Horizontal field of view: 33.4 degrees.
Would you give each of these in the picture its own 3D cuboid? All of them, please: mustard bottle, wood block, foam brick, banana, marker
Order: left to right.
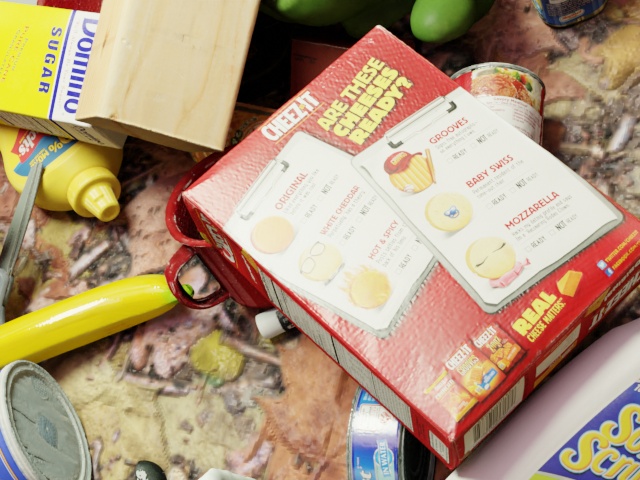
[{"bbox_3d":[-0.214,-0.079,0.863,0.096,0.058,0.192,-39,57,-5],"label":"mustard bottle"},{"bbox_3d":[-0.185,0.061,0.769,0.197,0.069,0.037,-21,86,-3],"label":"banana"},{"bbox_3d":[-0.094,-0.171,0.729,0.091,0.090,0.206,11,87,67],"label":"wood block"},{"bbox_3d":[0.013,0.036,0.733,0.121,0.020,0.020,-25,58,9],"label":"marker"},{"bbox_3d":[0.023,-0.122,0.777,0.078,0.053,0.051,17,30,28],"label":"foam brick"}]

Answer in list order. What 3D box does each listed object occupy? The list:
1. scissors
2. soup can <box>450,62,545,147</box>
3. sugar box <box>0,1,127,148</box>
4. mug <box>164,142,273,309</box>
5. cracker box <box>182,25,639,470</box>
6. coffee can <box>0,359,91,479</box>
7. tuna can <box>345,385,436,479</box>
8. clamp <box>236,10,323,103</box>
[{"bbox_3d":[-0.261,0.039,0.820,0.096,0.016,0.202,-2,78,31],"label":"scissors"},{"bbox_3d":[0.114,-0.057,0.709,0.069,0.068,0.102,-3,64,21],"label":"soup can"},{"bbox_3d":[-0.215,-0.132,0.823,0.176,0.048,0.093,11,75,30],"label":"sugar box"},{"bbox_3d":[-0.055,0.001,0.730,0.117,0.081,0.093,-45,43,-14],"label":"mug"},{"bbox_3d":[0.054,-0.001,0.614,0.164,0.072,0.214,-42,65,-15],"label":"cracker box"},{"bbox_3d":[-0.243,0.157,0.727,0.140,0.102,0.103,-26,58,8],"label":"coffee can"},{"bbox_3d":[0.044,0.123,0.636,0.034,0.086,0.086,-1,64,20],"label":"tuna can"},{"bbox_3d":[-0.028,-0.174,0.846,0.165,0.036,0.210,25,73,32],"label":"clamp"}]
